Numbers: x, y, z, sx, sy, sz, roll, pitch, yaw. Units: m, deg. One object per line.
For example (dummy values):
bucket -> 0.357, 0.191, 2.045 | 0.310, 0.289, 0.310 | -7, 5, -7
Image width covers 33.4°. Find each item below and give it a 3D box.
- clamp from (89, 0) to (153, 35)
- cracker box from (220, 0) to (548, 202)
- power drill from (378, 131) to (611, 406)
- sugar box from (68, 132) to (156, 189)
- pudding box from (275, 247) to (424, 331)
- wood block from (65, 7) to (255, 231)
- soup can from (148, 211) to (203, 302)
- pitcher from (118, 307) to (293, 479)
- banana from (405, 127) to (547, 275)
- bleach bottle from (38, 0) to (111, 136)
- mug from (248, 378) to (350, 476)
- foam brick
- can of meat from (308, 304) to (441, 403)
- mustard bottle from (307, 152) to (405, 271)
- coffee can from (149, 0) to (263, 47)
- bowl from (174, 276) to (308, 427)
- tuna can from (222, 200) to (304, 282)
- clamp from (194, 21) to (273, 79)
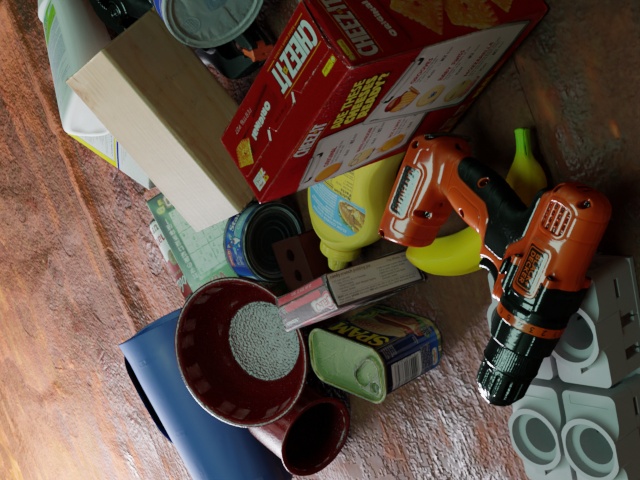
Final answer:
clamp -> -0.208, -0.242, 1.163 | 0.210, 0.036, 0.165 | 47, 146, 21
cracker box -> 0.047, -0.126, 0.812 | 0.072, 0.213, 0.164 | 56, 141, 15
power drill -> 0.126, 0.011, 0.836 | 0.188, 0.057, 0.184 | 41, 119, 42
sugar box -> -0.244, -0.141, 1.299 | 0.176, 0.048, 0.093 | 31, 130, 33
pudding box -> 0.027, 0.047, 1.004 | 0.090, 0.113, 0.039 | -28, 82, 53
wood block -> -0.146, -0.121, 1.092 | 0.206, 0.090, 0.091 | 50, 145, -14
soup can -> -0.148, 0.012, 1.238 | 0.069, 0.068, 0.102 | -38, 77, 52
pitcher -> -0.136, 0.200, 1.269 | 0.243, 0.145, 0.149 | 65, 174, -1
banana -> 0.137, -0.012, 0.908 | 0.198, 0.037, 0.069 | -50, 46, 47
bleach bottle -> -0.288, -0.245, 1.251 | 0.103, 0.067, 0.251 | -56, 45, 43
mug -> -0.023, 0.204, 1.175 | 0.082, 0.093, 0.117 | 28, 164, 46
foam brick -> -0.005, 0.028, 1.084 | 0.053, 0.051, 0.078 | -18, 93, 53
can of meat -> 0.054, 0.105, 1.024 | 0.102, 0.083, 0.057 | 15, 119, 46
mustard bottle -> 0.030, -0.051, 0.998 | 0.096, 0.058, 0.192 | 38, 133, 35
coffee can -> -0.129, -0.266, 1.027 | 0.140, 0.102, 0.103 | 54, 142, 38
bowl -> -0.073, 0.113, 1.129 | 0.162, 0.055, 0.162 | 5, 102, 27
tuna can -> -0.057, 0.001, 1.107 | 0.034, 0.085, 0.086 | 2, 109, 49
clamp -> -0.112, -0.221, 1.102 | 0.172, 0.039, 0.120 | 15, 129, 47
